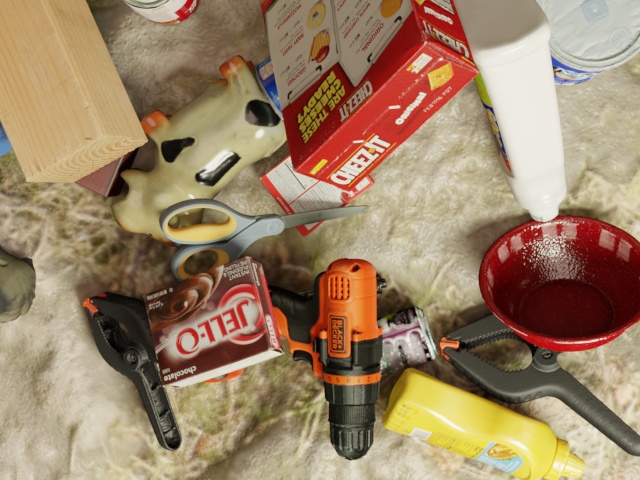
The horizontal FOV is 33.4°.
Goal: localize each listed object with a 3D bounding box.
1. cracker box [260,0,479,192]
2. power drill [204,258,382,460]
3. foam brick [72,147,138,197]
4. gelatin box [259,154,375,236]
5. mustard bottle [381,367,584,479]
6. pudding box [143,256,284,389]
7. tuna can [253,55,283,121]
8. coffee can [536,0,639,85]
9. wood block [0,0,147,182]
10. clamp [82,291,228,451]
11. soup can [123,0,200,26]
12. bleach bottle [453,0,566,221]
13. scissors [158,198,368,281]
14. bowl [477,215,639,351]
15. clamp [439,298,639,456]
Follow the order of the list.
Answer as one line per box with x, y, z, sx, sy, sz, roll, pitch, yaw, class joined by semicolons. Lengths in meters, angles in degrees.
0.034;-0.174;0.906;0.072;0.214;0.164;19;133;-35;cracker box
-0.028;0.105;1.003;0.188;0.057;0.184;2;93;31;power drill
-0.211;-0.088;1.044;0.051;0.053;0.078;23;93;2;foam brick
-0.002;-0.058;1.043;0.089;0.030;0.073;-38;89;5;gelatin box
0.158;0.183;1.013;0.191;0.096;0.058;22;65;2;mustard bottle
-0.097;0.076;0.969;0.114;0.039;0.090;-21;69;17;pudding box
-0.024;-0.140;1.009;0.034;0.086;0.086;-34;91;16;tuna can
0.235;-0.198;0.964;0.103;0.140;0.103;0;93;3;coffee can
-0.251;-0.165;0.972;0.091;0.090;0.206;-26;85;16;wood block
-0.162;0.108;1.034;0.120;0.039;0.171;-45;78;26;clamp
-0.154;-0.244;1.006;0.068;0.102;0.068;0;93;3;soup can
0.179;-0.104;0.942;0.068;0.102;0.250;-22;134;4;bleach bottle
-0.057;0.001;1.011;0.201;0.016;0.096;4;118;-23;scissors
0.230;0.050;0.995;0.162;0.162;0.055;-8;134;4;bowl
0.219;0.122;1.014;0.210;0.036;0.164;-1;65;7;clamp
